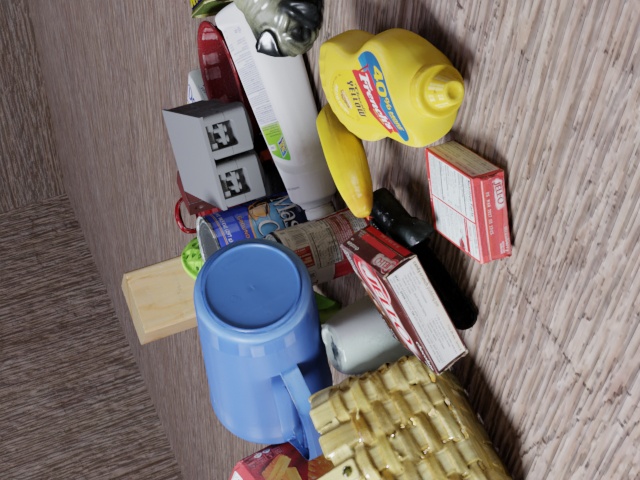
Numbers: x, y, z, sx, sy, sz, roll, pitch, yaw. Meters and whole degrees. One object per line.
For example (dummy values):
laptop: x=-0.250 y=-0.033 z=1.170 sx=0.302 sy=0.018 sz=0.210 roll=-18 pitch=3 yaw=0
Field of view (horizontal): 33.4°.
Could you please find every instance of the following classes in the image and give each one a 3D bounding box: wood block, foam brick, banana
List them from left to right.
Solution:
wood block: x=-0.162 y=0.063 z=1.479 sx=0.091 sy=0.205 sz=0.090 roll=131 pitch=120 yaw=-71
foam brick: x=-0.147 y=-0.073 z=1.418 sx=0.053 sy=0.078 sz=0.051 roll=112 pitch=139 yaw=-75
banana: x=0.023 y=-0.088 z=1.000 sx=0.198 sy=0.037 sz=0.069 roll=-99 pitch=-17 yaw=-65

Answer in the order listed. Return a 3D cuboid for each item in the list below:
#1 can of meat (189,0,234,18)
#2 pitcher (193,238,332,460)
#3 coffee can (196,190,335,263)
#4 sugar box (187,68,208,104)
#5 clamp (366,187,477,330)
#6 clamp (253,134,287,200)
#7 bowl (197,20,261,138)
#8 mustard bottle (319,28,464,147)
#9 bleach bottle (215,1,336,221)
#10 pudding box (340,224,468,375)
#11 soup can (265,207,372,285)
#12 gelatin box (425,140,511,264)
can of meat: x=-0.128 y=-0.316 z=1.259 sx=0.102 sy=0.057 sz=0.084 roll=177 pitch=78 yaw=-71
pitcher: x=-0.051 y=0.108 z=1.047 sx=0.243 sy=0.149 sz=0.145 roll=86 pitch=-160 yaw=-61
coffee can: x=-0.058 y=0.001 z=1.214 sx=0.103 sy=0.140 sz=0.103 roll=162 pitch=90 yaw=-73
sugar box: x=-0.158 y=-0.156 z=1.520 sx=0.176 sy=0.048 sz=0.093 roll=100 pitch=148 yaw=-58
clamp: x=0.084 y=0.009 z=0.953 sx=0.120 sy=0.039 sz=0.171 roll=65 pitch=176 yaw=-25
clamp: x=-0.079 y=-0.087 z=1.362 sx=0.210 sy=0.036 sz=0.164 roll=110 pitch=139 yaw=-68
bowl: x=-0.095 y=-0.190 z=1.281 sx=0.162 sy=0.055 sz=0.162 roll=162 pitch=90 yaw=-73
mustard bottle: x=0.063 y=-0.123 z=0.863 sx=0.192 sy=0.058 sz=0.096 roll=23 pitch=138 yaw=66
bleach bottle: x=-0.038 y=-0.138 z=1.153 sx=0.103 sy=0.068 sz=0.251 roll=3 pitch=112 yaw=72
pudding box: x=0.071 y=0.049 z=0.909 sx=0.113 sy=0.039 sz=0.090 roll=57 pitch=172 yaw=-27
soup can: x=0.002 y=0.009 z=1.105 sx=0.069 sy=0.102 sz=0.068 roll=162 pitch=90 yaw=-72
gelatin box: x=0.116 y=-0.031 z=0.838 sx=0.089 sy=0.030 sz=0.073 roll=-135 pitch=32 yaw=-62
